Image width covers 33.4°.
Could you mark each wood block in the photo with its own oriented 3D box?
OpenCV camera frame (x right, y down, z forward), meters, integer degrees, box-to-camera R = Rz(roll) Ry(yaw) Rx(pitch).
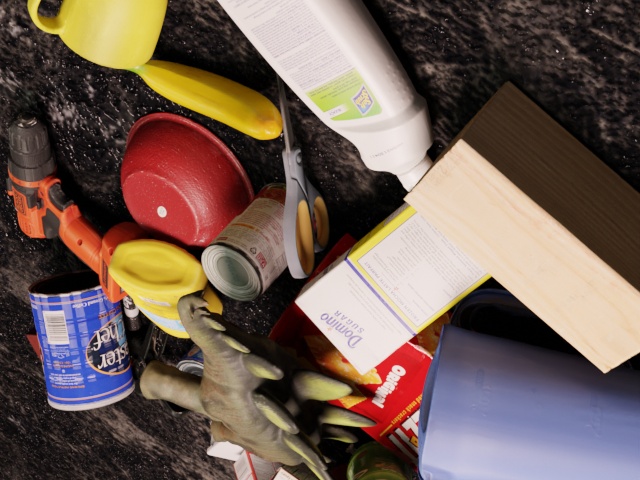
[{"bbox_3d":[0.180,-0.010,0.819,0.206,0.090,0.090,41,141,0],"label":"wood block"}]

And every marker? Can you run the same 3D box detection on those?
[{"bbox_3d":[-0.225,0.063,1.257,0.020,0.020,0.121,23,137,20],"label":"marker"}]

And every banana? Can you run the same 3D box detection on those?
[{"bbox_3d":[-0.094,-0.123,0.945,0.198,0.069,0.037,24,113,33],"label":"banana"}]

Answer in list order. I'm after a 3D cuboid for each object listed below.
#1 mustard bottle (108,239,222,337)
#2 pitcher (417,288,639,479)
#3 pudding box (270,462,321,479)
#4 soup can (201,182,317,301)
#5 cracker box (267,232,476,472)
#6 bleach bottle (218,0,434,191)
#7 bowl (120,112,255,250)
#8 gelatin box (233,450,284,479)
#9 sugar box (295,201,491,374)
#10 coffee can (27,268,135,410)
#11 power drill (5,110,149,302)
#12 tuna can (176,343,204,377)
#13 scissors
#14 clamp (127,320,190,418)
[{"bbox_3d":[-0.155,0.061,1.138,0.096,0.058,0.191,11,159,11],"label":"mustard bottle"},{"bbox_3d":[0.205,0.144,0.886,0.243,0.145,0.149,10,116,6],"label":"pitcher"},{"bbox_3d":[0.000,0.280,1.136,0.113,0.039,0.090,31,-179,9],"label":"pudding box"},{"bbox_3d":[-0.057,0.001,1.006,0.069,0.102,0.068,21,137,22],"label":"soup can"},{"bbox_3d":[0.063,0.116,1.039,0.214,0.072,0.164,38,141,2],"label":"cracker box"},{"bbox_3d":[0.009,-0.143,0.858,0.103,0.068,0.250,-18,116,46],"label":"bleach bottle"},{"bbox_3d":[-0.145,-0.046,1.070,0.162,0.055,0.162,22,137,22],"label":"bowl"},{"bbox_3d":[-0.053,0.282,1.197,0.073,0.089,0.030,25,112,-31],"label":"gelatin box"},{"bbox_3d":[0.073,0.028,0.917,0.176,0.048,0.093,-39,96,24],"label":"sugar box"},{"bbox_3d":[-0.279,0.114,1.249,0.103,0.102,0.140,3,107,36],"label":"coffee can"},{"bbox_3d":[-0.266,-0.033,1.156,0.188,0.057,0.184,39,148,21],"label":"power drill"},{"bbox_3d":[-0.128,0.162,1.260,0.086,0.033,0.086,21,136,22],"label":"tuna can"},{"bbox_3d":[-0.017,-0.068,0.968,0.016,0.096,0.202,-2,94,21],"label":"scissors"},{"bbox_3d":[-0.199,0.159,1.274,0.172,0.039,0.120,-30,69,62],"label":"clamp"}]
